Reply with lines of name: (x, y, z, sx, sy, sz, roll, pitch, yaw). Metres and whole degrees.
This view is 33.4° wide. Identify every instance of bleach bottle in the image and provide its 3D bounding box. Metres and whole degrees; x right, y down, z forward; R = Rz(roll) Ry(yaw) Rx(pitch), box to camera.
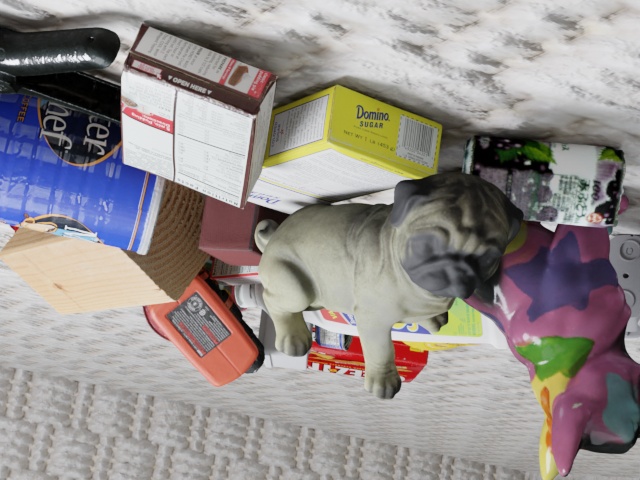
bleach bottle: (0.047, 0.049, 0.972, 0.251, 0.102, 0.068, -3, -159, 14)

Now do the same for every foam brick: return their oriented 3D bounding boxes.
foam brick: (-0.059, -0.022, 0.866, 0.051, 0.078, 0.053, -1, 163, 27)

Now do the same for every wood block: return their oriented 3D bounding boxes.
wood block: (-0.188, 0.001, 0.948, 0.207, 0.090, 0.090, -9, 130, 50)

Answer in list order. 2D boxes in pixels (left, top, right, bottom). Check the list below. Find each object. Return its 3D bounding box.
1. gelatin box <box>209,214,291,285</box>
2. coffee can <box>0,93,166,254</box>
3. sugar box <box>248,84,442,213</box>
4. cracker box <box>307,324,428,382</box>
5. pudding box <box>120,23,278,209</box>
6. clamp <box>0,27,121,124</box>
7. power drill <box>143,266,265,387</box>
gelatin box: (-0.056, 0.001, 0.957, 0.030, 0.073, 0.089, 21, 161, -39)
coffee can: (-0.184, -0.054, 0.769, 0.140, 0.103, 0.103, 12, 165, -12)
sugar box: (-0.006, -0.060, 0.756, 0.093, 0.048, 0.177, 17, 167, -33)
cracker box: (0.053, 0.135, 1.400, 0.164, 0.072, 0.214, 9, 166, 2)
pudding box: (-0.079, -0.075, 0.674, 0.090, 0.039, 0.114, 21, 152, 2)
clamp: (-0.196, -0.111, 0.691, 0.171, 0.039, 0.120, 10, 161, 10)
power drill: (-0.108, 0.076, 1.018, 0.184, 0.057, 0.188, 50, 177, -14)
